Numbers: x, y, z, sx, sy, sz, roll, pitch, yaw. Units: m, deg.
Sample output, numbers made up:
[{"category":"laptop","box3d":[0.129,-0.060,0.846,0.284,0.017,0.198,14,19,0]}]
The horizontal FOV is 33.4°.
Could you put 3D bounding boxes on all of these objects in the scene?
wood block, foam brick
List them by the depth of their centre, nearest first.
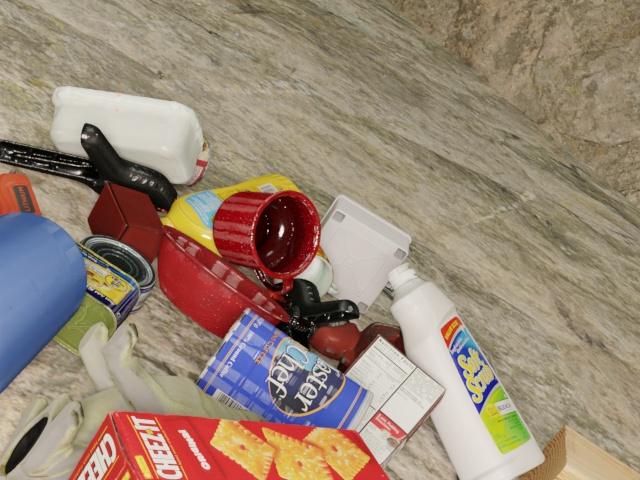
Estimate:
[{"category":"foam brick","box3d":[-0.205,-0.014,1.129,0.051,0.053,0.078,15,29,-38]},{"category":"wood block","box3d":[0.323,0.305,1.149,0.206,0.091,0.090,34,23,-1]}]

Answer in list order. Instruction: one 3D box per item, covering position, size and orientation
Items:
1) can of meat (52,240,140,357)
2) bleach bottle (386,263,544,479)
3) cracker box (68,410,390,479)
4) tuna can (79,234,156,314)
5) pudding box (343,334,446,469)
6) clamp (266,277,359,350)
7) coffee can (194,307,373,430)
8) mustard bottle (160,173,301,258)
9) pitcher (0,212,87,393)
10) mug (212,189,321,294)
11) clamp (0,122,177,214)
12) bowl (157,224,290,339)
[{"category":"can of meat","box3d":[-0.222,0.049,0.970,0.102,0.057,0.084,34,19,-3]},{"category":"bleach bottle","box3d":[0.136,0.139,1.123,0.102,0.068,0.251,-9,65,-50]},{"category":"cracker box","box3d":[-0.077,0.198,0.715,0.213,0.164,0.072,14,28,-41]},{"category":"tuna can","box3d":[-0.206,0.033,1.054,0.086,0.034,0.086,28,22,-13]},{"category":"pudding box","box3d":[0.056,0.163,1.057,0.090,0.039,0.113,39,67,14]},{"category":"clamp","box3d":[-0.024,0.098,1.121,0.039,0.120,0.172,31,0,-25]},{"category":"coffee can","box3d":[-0.037,0.142,0.970,0.140,0.103,0.102,34,22,2]},{"category":"mustard bottle","box3d":[-0.112,-0.021,1.205,0.191,0.058,0.096,-15,44,-28]},{"category":"pitcher","box3d":[-0.269,0.047,0.798,0.145,0.149,0.242,34,19,-1]},{"category":"mug","box3d":[-0.057,0.001,1.129,0.093,0.117,0.082,-27,23,-35]},{"category":"clamp","box3d":[-0.242,-0.074,1.168,0.165,0.036,0.209,0,-18,33]},{"category":"bowl","box3d":[-0.110,0.053,1.082,0.162,0.055,0.162,38,2,-2]}]
